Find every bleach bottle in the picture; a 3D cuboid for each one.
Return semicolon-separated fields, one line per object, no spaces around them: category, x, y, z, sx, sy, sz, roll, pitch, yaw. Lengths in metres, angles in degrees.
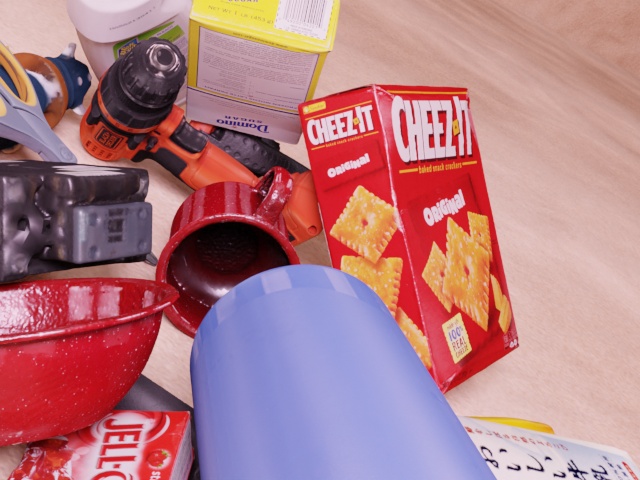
bleach bottle;-0.132;-0.164;0.805;0.068;0.102;0.251;55;-9;7

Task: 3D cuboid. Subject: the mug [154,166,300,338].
mug;-0.055;0.001;0.705;0.093;0.117;0.081;27;18;-15

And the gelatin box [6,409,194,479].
gelatin box;-0.101;0.110;0.486;0.073;0.030;0.089;1;24;4

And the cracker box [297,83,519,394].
cracker box;0.073;-0.004;0.781;0.163;0.072;0.214;-12;91;-59

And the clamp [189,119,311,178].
clamp;-0.044;-0.067;0.900;0.120;0.039;0.171;29;5;29

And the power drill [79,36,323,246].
power drill;-0.078;-0.066;0.774;0.187;0.057;0.185;33;-19;-15

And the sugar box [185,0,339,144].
sugar box;-0.046;-0.125;0.752;0.093;0.048;0.176;13;-14;-5

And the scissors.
scissors;-0.183;-0.055;0.691;0.202;0.016;0.096;56;23;-2

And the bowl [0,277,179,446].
bowl;-0.144;0.056;0.491;0.162;0.055;0.162;-4;6;0

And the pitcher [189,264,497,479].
pitcher;0.017;0.119;0.454;0.145;0.149;0.243;-3;29;-12
